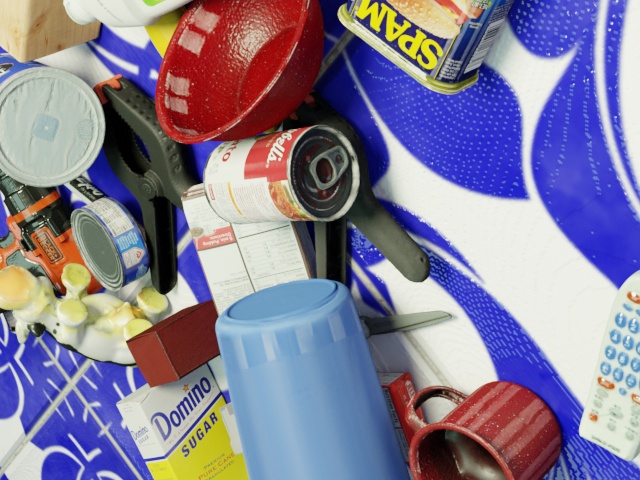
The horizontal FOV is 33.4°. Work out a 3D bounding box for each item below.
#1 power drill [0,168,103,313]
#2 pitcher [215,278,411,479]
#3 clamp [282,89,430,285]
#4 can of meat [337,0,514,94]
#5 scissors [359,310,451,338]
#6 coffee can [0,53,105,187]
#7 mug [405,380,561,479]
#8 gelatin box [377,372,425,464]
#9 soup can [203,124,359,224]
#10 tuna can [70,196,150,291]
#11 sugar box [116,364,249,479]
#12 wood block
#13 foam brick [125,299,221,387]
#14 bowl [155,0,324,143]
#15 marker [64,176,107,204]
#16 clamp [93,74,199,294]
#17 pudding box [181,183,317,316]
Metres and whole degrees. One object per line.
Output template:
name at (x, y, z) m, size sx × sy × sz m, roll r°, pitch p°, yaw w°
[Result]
power drill at (-0.337, 0.007, 1.107) m, size 0.188 × 0.057 × 0.184 m, roll -28°, pitch 99°, yaw 22°
pitcher at (-0.005, 0.157, 0.848) m, size 0.149 × 0.144 × 0.243 m, roll -6°, pitch 105°, yaw 32°
clamp at (0.021, -0.033, 0.817) m, size 0.120 × 0.039 × 0.171 m, roll -5°, pitch 109°, yaw 43°
can of meat at (0.072, -0.159, 0.688) m, size 0.102 × 0.057 × 0.084 m, roll 41°, pitch 131°, yaw 18°
scissors at (0.019, 0.059, 0.888) m, size 0.096 × 0.016 × 0.202 m, roll 57°, pitch 137°, yaw 3°
coffee can at (-0.264, -0.111, 0.961) m, size 0.140 × 0.102 × 0.103 m, roll 26°, pitch 132°, yaw 58°
mug at (0.117, 0.151, 0.799) m, size 0.117 × 0.081 × 0.093 m, roll 35°, pitch 132°, yaw 24°
gelatin box at (0.047, 0.149, 0.903) m, size 0.089 × 0.030 × 0.073 m, roll -9°, pitch 105°, yaw 45°
soup can at (-0.030, -0.046, 0.785) m, size 0.102 × 0.068 × 0.068 m, roll -2°, pitch 111°, yaw 48°
tuna can at (-0.198, 0.003, 1.006) m, size 0.086 × 0.033 × 0.086 m, roll 35°, pitch 141°, yaw 35°
sugar box at (-0.118, 0.213, 1.045) m, size 0.048 × 0.093 × 0.176 m, roll -16°, pitch 101°, yaw 46°
wood block at (-0.232, -0.266, 0.886) m, size 0.091 × 0.090 × 0.206 m, roll 38°, pitch 134°, yaw 21°
foam brick at (-0.131, 0.097, 1.004) m, size 0.053 × 0.078 × 0.051 m, roll -19°, pitch 97°, yaw 47°
bowl at (-0.049, -0.133, 0.780) m, size 0.162 × 0.055 × 0.162 m, roll -26°, pitch 51°, yaw 35°
marker at (-0.231, -0.047, 1.059) m, size 0.121 × 0.020 × 0.020 m, roll 37°, pitch 133°, yaw 22°
clamp at (-0.135, -0.051, 0.954) m, size 0.165 × 0.036 × 0.210 m, roll -9°, pitch 109°, yaw 45°
pudding box at (-0.056, 0.001, 0.883) m, size 0.090 × 0.039 × 0.113 m, roll -13°, pitch 107°, yaw 14°
